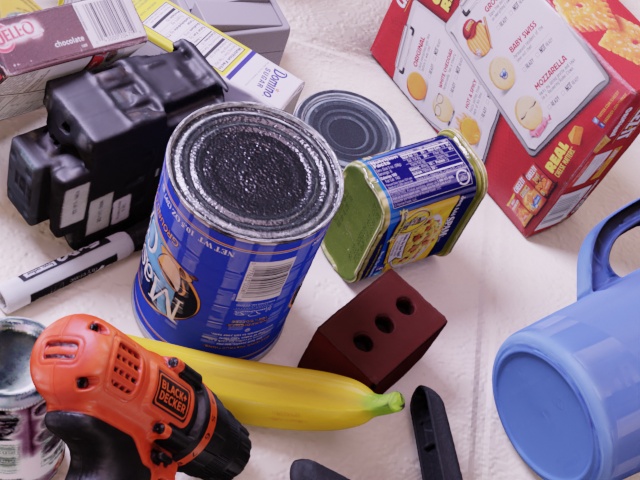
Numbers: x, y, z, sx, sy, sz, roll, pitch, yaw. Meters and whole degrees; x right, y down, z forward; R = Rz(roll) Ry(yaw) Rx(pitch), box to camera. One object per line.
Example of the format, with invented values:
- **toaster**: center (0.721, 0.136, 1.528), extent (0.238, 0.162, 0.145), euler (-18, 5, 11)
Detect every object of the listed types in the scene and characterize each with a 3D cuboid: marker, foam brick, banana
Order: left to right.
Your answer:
- **marker**: center (-0.150, 0.013, 0.682), extent (0.120, 0.020, 0.020), euler (-27, 67, -34)
- **banana**: center (-0.051, 0.083, 0.632), extent (0.198, 0.070, 0.037), euler (9, 58, -1)
- **foam brick**: center (0.034, 0.066, 0.685), extent (0.053, 0.051, 0.078), euler (42, 52, 14)

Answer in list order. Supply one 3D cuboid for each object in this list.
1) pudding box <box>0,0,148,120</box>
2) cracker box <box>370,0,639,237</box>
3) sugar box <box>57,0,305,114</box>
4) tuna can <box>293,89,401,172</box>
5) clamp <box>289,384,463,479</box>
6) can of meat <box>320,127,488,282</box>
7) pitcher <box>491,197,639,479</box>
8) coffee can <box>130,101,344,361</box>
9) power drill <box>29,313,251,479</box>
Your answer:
- **pudding box**: center (-0.176, -0.111, 0.665), extent (0.113, 0.090, 0.039), euler (-25, 90, -45)
- **cracker box**: center (0.147, -0.137, 0.808), extent (0.072, 0.164, 0.214), euler (-21, 63, -33)
- **sugar box**: center (-0.103, -0.114, 0.749), extent (0.176, 0.093, 0.048), euler (30, 50, 4)
- **tuna can**: center (0.016, -0.072, 0.796), extent (0.086, 0.034, 0.086), euler (10, 51, -12)
- **clamp**: center (0.061, 0.173, 0.621), extent (0.120, 0.039, 0.171), euler (-18, 62, -28)
- **can of meat**: center (0.053, -0.021, 0.728), extent (0.083, 0.102, 0.057), euler (-18, 63, -28)
- **pitcher**: center (0.232, 0.064, 0.709), extent (0.242, 0.145, 0.149), euler (-19, 31, -27)
- **coffee can**: center (-0.054, 0.001, 0.646), extent (0.102, 0.140, 0.103), euler (10, 51, -12)
- **power drill**: center (-0.096, 0.149, 0.531), extent (0.057, 0.184, 0.187), euler (-4, 62, 24)
